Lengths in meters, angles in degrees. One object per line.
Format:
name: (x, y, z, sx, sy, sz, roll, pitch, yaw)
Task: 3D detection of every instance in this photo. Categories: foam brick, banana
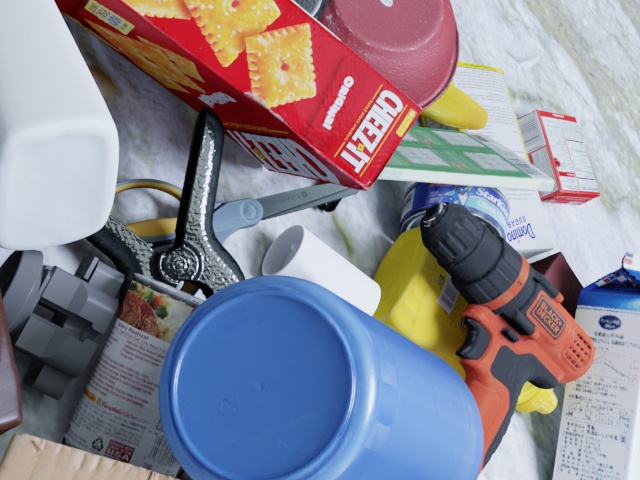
foam brick: (0.201, 0.060, 0.934, 0.078, 0.053, 0.051, 54, 43, -9)
banana: (0.062, -0.164, 0.894, 0.198, 0.069, 0.037, 58, 4, 4)

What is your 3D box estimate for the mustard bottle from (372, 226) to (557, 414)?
mustard bottle: (0.123, 0.079, 0.841, 0.191, 0.058, 0.096, 41, 54, -24)

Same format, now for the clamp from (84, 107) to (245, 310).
clamp: (-0.084, 0.006, 0.649, 0.120, 0.039, 0.171, -30, 100, -13)

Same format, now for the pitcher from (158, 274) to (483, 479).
pitcher: (0.011, 0.108, 0.585, 0.145, 0.149, 0.242, -66, 158, -8)

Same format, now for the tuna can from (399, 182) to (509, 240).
tuna can: (0.106, -0.014, 0.851, 0.086, 0.086, 0.033, 34, 52, -29)

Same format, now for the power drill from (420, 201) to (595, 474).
power drill: (0.099, 0.090, 0.759, 0.184, 0.057, 0.187, 43, 73, -23)

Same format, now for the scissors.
scissors: (-0.055, 0.001, 0.703, 0.201, 0.016, 0.096, 2, 78, -28)

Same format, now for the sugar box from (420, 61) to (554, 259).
sugar box: (0.142, -0.069, 0.943, 0.093, 0.048, 0.176, -1, 75, -43)

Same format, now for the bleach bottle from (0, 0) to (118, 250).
bleach bottle: (-0.184, -0.122, 0.598, 0.068, 0.103, 0.251, -12, 57, -26)

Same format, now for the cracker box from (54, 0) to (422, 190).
cracker box: (-0.065, -0.120, 0.671, 0.213, 0.164, 0.072, 37, 83, -24)

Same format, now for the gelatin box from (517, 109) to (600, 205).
gelatin box: (0.233, -0.080, 1.049, 0.073, 0.030, 0.089, 1, 71, -46)

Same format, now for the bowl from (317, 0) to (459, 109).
bowl: (0.045, -0.179, 0.845, 0.162, 0.055, 0.162, 5, 71, -15)

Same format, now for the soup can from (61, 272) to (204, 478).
soup can: (-0.093, 0.078, 0.593, 0.068, 0.069, 0.102, 26, 86, -34)
